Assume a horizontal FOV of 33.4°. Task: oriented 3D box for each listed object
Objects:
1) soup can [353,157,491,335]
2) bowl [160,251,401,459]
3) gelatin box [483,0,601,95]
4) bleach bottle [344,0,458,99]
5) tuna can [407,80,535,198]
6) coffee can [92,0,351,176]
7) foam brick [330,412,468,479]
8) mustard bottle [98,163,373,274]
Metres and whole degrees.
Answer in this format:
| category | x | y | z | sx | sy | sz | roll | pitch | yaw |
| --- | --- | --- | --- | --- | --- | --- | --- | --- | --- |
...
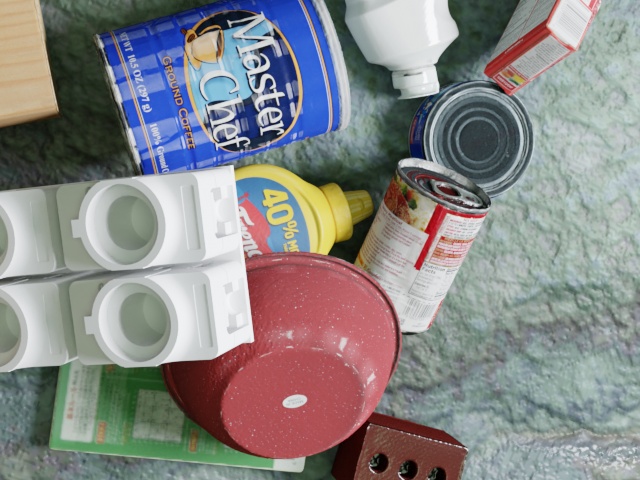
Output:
| category | x | y | z | sx | sy | sz | roll | pitch | yaw |
| --- | --- | --- | --- | --- | --- | --- | --- | --- | --- |
| soup can | 0.064 | 0.005 | 0.723 | 0.068 | 0.068 | 0.102 | 18 | 114 | -13 |
| bowl | -0.021 | 0.088 | 0.684 | 0.162 | 0.055 | 0.162 | -5 | 123 | -8 |
| gelatin box | 0.157 | -0.151 | 0.728 | 0.030 | 0.073 | 0.089 | 37 | 60 | -12 |
| bleach bottle | 0.055 | -0.224 | 0.723 | 0.102 | 0.068 | 0.251 | -11 | 99 | -10 |
| tuna can | 0.108 | -0.071 | 0.759 | 0.086 | 0.034 | 0.086 | -1 | 95 | -12 |
| coffee can | -0.063 | -0.101 | 0.687 | 0.140 | 0.103 | 0.103 | -18 | 98 | -9 |
| foam brick | 0.055 | 0.157 | 0.759 | 0.078 | 0.051 | 0.053 | 15 | 91 | -12 |
| mustard bottle | -0.055 | 0.001 | 0.716 | 0.191 | 0.058 | 0.096 | -17 | 94 | -15 |
